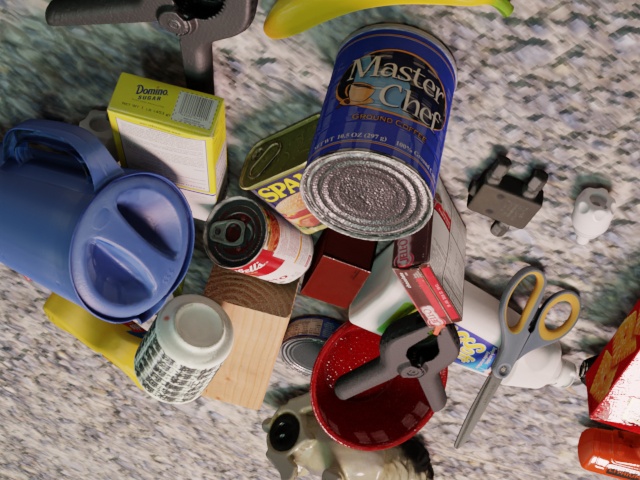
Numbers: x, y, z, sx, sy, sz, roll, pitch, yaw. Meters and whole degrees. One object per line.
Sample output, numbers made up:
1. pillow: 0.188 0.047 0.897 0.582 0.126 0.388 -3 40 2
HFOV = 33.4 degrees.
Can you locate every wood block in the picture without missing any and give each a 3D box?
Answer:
1. wood block: -0.083 0.089 1.150 0.090 0.090 0.206 16 143 -1

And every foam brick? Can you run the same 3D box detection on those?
1. foam brick: 0.019 0.022 1.061 0.053 0.051 0.078 20 143 -8

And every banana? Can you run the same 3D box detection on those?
1. banana: 0.041 -0.182 0.800 0.198 0.037 0.069 0 140 19

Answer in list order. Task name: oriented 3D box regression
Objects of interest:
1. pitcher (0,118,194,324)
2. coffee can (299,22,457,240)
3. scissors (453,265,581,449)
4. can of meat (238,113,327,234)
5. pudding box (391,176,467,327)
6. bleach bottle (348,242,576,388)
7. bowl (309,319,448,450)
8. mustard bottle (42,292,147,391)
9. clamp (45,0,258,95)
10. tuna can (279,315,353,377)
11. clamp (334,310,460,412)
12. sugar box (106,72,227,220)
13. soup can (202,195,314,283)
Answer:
1. pitcher: -0.242 -0.028 0.976 0.243 0.149 0.144 17 179 40
2. coffee can: 0.048 -0.085 0.836 0.103 0.140 0.103 10 143 7
3. scissors: 0.200 0.122 1.067 0.096 0.016 0.202 7 108 -18
4. can of meat: -0.008 -0.057 0.964 0.102 0.057 0.083 -20 134 39
5. pudding box: 0.100 0.007 0.962 0.039 0.113 0.090 -10 137 24
6. bleach bottle: 0.159 0.091 1.094 0.250 0.068 0.103 24 141 -17
7. bowl: 0.055 0.143 1.159 0.162 0.162 0.055 35 178 -25
8. mustard bottle: -0.215 0.116 1.184 0.192 0.058 0.096 32 175 25
9. clamp: -0.106 -0.177 0.857 0.164 0.036 0.210 36 142 -28
10. tuna can: -0.002 0.122 1.211 0.086 0.033 0.086 10 143 7
11. clamp: 0.099 0.122 1.065 0.120 0.039 0.172 10 143 -21
12. sugar box: -0.132 -0.079 0.958 0.093 0.048 0.176 16 159 2
13. soup can: -0.057 0.001 1.015 0.069 0.068 0.102 -6 167 25
